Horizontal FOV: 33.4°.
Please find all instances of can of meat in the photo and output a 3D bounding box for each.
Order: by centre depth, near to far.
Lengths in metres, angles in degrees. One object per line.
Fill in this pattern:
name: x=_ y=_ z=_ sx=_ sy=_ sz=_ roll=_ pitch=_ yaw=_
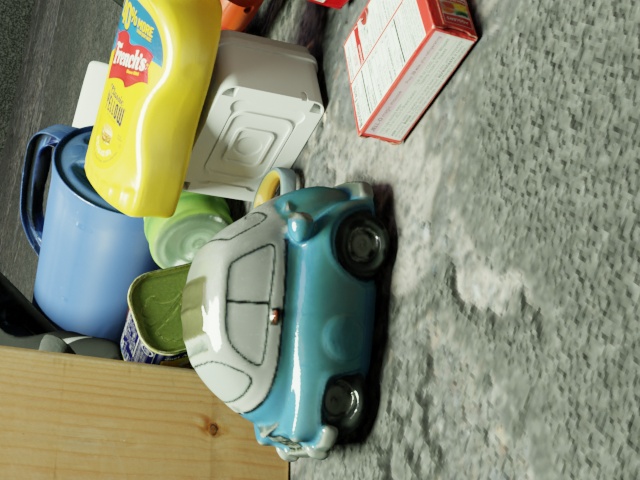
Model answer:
can of meat: x=-0.080 y=0.056 z=0.713 sx=0.057 sy=0.102 sz=0.084 roll=67 pitch=156 yaw=20

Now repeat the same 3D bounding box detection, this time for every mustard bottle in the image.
mustard bottle: x=-0.107 y=-0.117 z=0.711 sx=0.096 sy=0.058 sz=0.192 roll=49 pitch=128 yaw=47

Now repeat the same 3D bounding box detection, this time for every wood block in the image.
wood block: x=-0.131 y=0.130 z=0.673 sx=0.090 sy=0.205 sz=0.091 roll=137 pitch=138 yaw=-56

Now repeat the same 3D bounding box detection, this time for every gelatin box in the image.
gelatin box: x=0.047 y=-0.108 z=0.586 sx=0.089 sy=0.030 sz=0.073 roll=125 pitch=146 yaw=-45

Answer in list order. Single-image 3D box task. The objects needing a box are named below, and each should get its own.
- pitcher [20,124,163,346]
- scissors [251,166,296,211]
pitcher: x=-0.217 y=0.013 z=1.026 sx=0.149 sy=0.144 sz=0.243 roll=-109 pitch=33 yaw=-44
scissors: x=-0.055 y=0.001 z=0.797 sx=0.202 sy=0.016 sz=0.096 roll=170 pitch=106 yaw=-66
